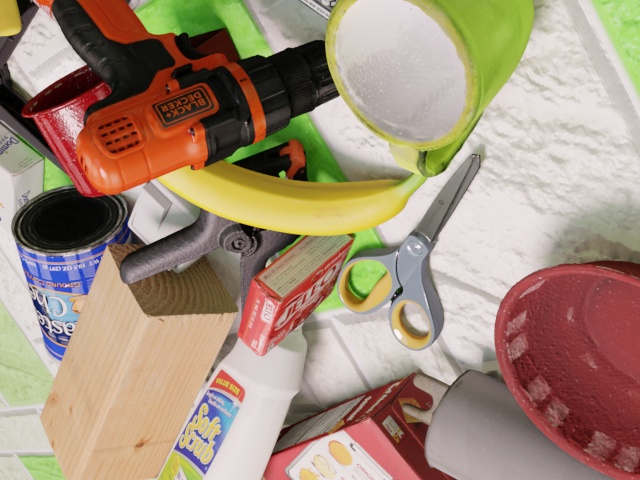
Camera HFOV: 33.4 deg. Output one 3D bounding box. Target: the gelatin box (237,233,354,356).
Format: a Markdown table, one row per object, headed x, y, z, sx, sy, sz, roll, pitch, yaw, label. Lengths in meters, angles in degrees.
| x | y | z | sx | sy | sz | roll | pitch | yaw | label |
| --- | --- | --- | --- | --- | --- | --- | --- | --- | --- |
| -0.019 | 0.035 | 0.786 | 0.030 | 0.089 | 0.073 | 38 | 142 | 15 | gelatin box |

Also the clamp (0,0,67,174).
| x | y | z | sx | sy | sz | roll | pitch | yaw | label |
| --- | --- | --- | --- | --- | --- | --- | --- | --- | --- |
| -0.293 | -0.135 | 0.960 | 0.210 | 0.036 | 0.164 | 6 | 123 | 39 | clamp |

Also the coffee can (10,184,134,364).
| x | y | z | sx | sy | sz | roll | pitch | yaw | label |
| --- | --- | --- | --- | --- | --- | --- | --- | --- | --- |
| -0.215 | 0.034 | 0.974 | 0.103 | 0.102 | 0.140 | 24 | 136 | 30 | coffee can |

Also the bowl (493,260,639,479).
| x | y | z | sx | sy | sz | roll | pitch | yaw | label |
| --- | --- | --- | --- | --- | --- | --- | --- | --- | --- |
| 0.186 | 0.069 | 0.635 | 0.162 | 0.055 | 0.162 | 27 | 138 | 27 | bowl |

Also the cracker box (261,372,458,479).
| x | y | z | sx | sy | sz | roll | pitch | yaw | label |
| --- | --- | --- | --- | --- | --- | --- | --- | --- | --- |
| 0.051 | 0.212 | 0.885 | 0.164 | 0.072 | 0.214 | 51 | 142 | -3 | cracker box |

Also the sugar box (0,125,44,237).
| x | y | z | sx | sy | sz | roll | pitch | yaw | label |
| --- | --- | --- | --- | --- | --- | --- | --- | --- | --- |
| -0.349 | -0.090 | 1.050 | 0.176 | 0.048 | 0.093 | 38 | 142 | 16 | sugar box |

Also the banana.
| x | y | z | sx | sy | sz | roll | pitch | yaw | label |
| --- | --- | --- | --- | --- | --- | --- | --- | --- | --- |
| -0.027 | -0.036 | 0.725 | 0.198 | 0.037 | 0.070 | 5 | 126 | 3 | banana |

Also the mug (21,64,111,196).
| x | y | z | sx | sy | sz | roll | pitch | yaw | label |
| --- | --- | --- | --- | --- | --- | --- | --- | --- | --- |
| -0.162 | -0.090 | 0.832 | 0.117 | 0.093 | 0.081 | -11 | 119 | 30 | mug |

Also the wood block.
| x | y | z | sx | sy | sz | roll | pitch | yaw | label |
| --- | --- | --- | --- | --- | --- | --- | --- | --- | --- |
| -0.161 | 0.110 | 0.921 | 0.090 | 0.090 | 0.206 | 54 | 129 | 38 | wood block |

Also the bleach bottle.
| x | y | z | sx | sy | sz | roll | pitch | yaw | label |
| --- | --- | --- | --- | --- | --- | --- | --- | --- | --- |
| -0.074 | 0.153 | 0.902 | 0.251 | 0.068 | 0.103 | -66 | 31 | 19 | bleach bottle |

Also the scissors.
| x | y | z | sx | sy | sz | roll | pitch | yaw | label |
| --- | --- | --- | --- | --- | --- | --- | --- | --- | --- |
| 0.078 | 0.019 | 0.736 | 0.096 | 0.016 | 0.202 | 49 | 143 | -2 | scissors |

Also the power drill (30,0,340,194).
| x | y | z | sx | sy | sz | roll | pitch | yaw | label |
| --- | --- | --- | --- | --- | --- | --- | --- | --- | --- |
| -0.094 | -0.134 | 0.682 | 0.188 | 0.184 | 0.057 | 58 | 160 | 21 | power drill |

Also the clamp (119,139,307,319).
| x | y | z | sx | sy | sz | roll | pitch | yaw | label |
| --- | --- | --- | --- | --- | --- | --- | --- | --- | --- |
| -0.055 | 0.001 | 0.795 | 0.120 | 0.039 | 0.172 | 31 | 121 | -32 | clamp |
